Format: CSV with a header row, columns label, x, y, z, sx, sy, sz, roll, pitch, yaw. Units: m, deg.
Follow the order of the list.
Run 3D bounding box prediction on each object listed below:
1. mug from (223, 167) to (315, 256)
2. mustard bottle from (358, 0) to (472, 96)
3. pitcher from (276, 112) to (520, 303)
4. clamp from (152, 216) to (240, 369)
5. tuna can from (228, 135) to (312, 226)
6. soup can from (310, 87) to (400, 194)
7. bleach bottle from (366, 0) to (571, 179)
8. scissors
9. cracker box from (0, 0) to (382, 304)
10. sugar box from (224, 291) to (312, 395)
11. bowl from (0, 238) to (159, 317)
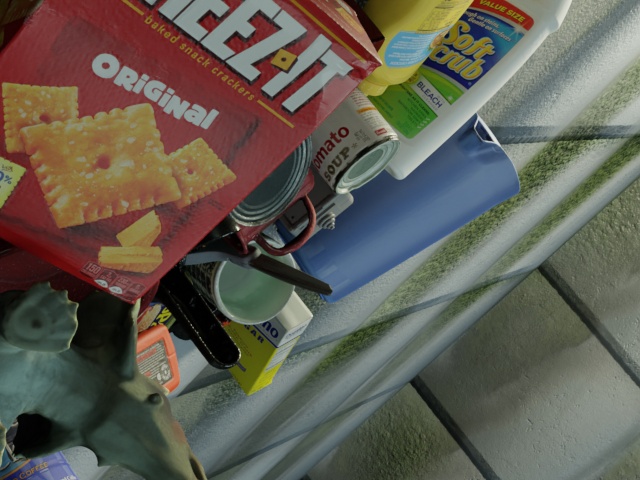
label,x,y,z,sx,sy,sz,roll,pitch,yaw
mug,-0.052,-0.041,0.857,0.081,0.117,0.093,-40,172,-12
mustard bottle,0.073,-0.180,0.839,0.096,0.058,0.192,-23,158,-48
pitcher,0.078,-0.040,1.139,0.243,0.145,0.149,-34,130,-3
clamp,-0.117,0.028,0.812,0.039,0.172,0.120,-13,109,-41
tuna can,-0.048,-0.055,0.774,0.086,0.034,0.086,-33,140,-33
soup can,0.008,-0.095,0.851,0.068,0.102,0.068,-35,164,-11
bleach bottle,0.125,-0.174,0.938,0.251,0.102,0.068,-45,173,0
scissors,-0.056,0.001,0.898,0.096,0.202,0.016,-52,138,-41
cracker box,-0.099,-0.080,0.578,0.214,0.072,0.164,-42,129,18
sugar box,-0.075,0.103,1.249,0.048,0.093,0.176,-29,161,-30
bowl,-0.201,0.025,0.767,0.162,0.055,0.162,-18,150,-11
